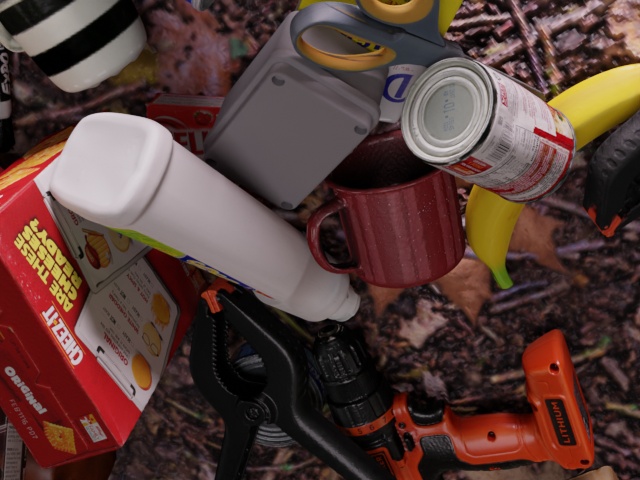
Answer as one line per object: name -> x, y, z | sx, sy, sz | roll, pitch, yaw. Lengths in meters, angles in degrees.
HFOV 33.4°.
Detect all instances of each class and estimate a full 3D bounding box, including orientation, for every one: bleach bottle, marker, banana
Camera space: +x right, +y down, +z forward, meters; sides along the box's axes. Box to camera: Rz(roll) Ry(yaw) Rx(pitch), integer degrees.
bleach bottle -> -0.055, 0.001, 0.721 | 0.250, 0.103, 0.068 | 32, 80, -41
marker -> -0.237, -0.122, 0.781 | 0.020, 0.020, 0.121 | 7, 116, 7
banana -> 0.155, -0.054, 0.731 | 0.069, 0.037, 0.198 | 21, 122, -25

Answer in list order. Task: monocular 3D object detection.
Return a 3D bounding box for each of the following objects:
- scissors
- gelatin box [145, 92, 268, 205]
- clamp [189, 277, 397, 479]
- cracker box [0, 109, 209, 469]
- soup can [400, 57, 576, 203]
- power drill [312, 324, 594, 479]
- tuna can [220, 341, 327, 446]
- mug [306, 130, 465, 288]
scissors -> 0.079, -0.124, 0.638 | 0.201, 0.016, 0.096 | 2, 144, -27
gelatin box -> -0.080, -0.066, 0.771 | 0.089, 0.030, 0.073 | 5, 115, 8
clamp -> -0.051, 0.129, 0.814 | 0.165, 0.036, 0.210 | -20, 104, 26
cracker box -> -0.166, 0.024, 0.728 | 0.072, 0.213, 0.164 | -21, 110, 19
soup can -> 0.105, -0.067, 0.664 | 0.069, 0.068, 0.102 | -42, 145, 25
power drill -> 0.102, 0.126, 0.814 | 0.188, 0.057, 0.184 | -15, 115, 20
tuna can -> -0.037, 0.119, 0.849 | 0.086, 0.033, 0.086 | 4, 116, 9
mug -> 0.045, -0.016, 0.731 | 0.117, 0.093, 0.081 | -26, 120, -21
